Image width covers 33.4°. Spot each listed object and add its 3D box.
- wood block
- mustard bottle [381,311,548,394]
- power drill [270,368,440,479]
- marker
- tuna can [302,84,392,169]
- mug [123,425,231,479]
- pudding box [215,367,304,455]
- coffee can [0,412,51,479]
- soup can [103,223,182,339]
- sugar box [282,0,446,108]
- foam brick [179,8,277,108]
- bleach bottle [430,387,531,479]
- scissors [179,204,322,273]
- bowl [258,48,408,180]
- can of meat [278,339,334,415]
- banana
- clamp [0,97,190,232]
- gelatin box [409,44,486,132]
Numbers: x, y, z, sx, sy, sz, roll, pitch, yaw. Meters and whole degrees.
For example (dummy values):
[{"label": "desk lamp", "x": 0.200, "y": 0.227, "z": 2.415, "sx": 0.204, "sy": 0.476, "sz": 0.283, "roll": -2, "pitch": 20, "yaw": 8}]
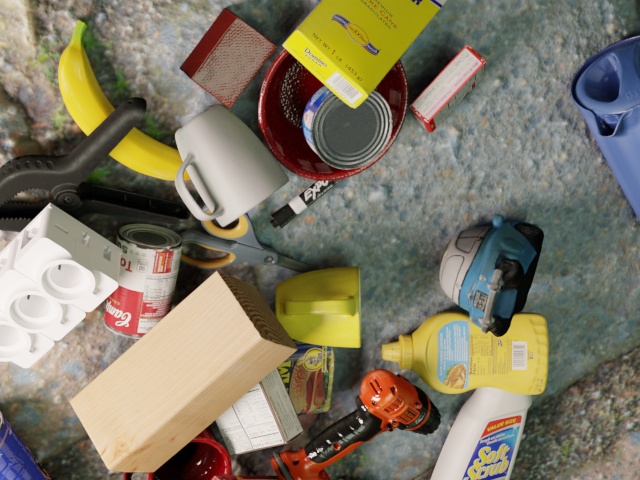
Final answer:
[{"label": "wood block", "x": -0.138, "y": 0.137, "z": 1.085, "sx": 0.206, "sy": 0.091, "sz": 0.090, "roll": -41, "pitch": 155, "yaw": 9}, {"label": "mustard bottle", "x": 0.168, "y": 0.132, "z": 1.256, "sx": 0.191, "sy": 0.058, "sz": 0.096, "roll": 1, "pitch": 92, "yaw": -4}, {"label": "power drill", "x": 0.046, "y": 0.233, "z": 1.253, "sx": 0.188, "sy": 0.057, "sz": 0.184, "roll": -40, "pitch": 146, "yaw": 5}, {"label": "marker", "x": -0.005, "y": -0.054, "z": 1.150, "sx": 0.121, "sy": 0.020, "sz": 0.020, "roll": -38, "pitch": 120, "yaw": -1}, {"label": "tuna can", "x": 0.026, "y": -0.116, "z": 1.061, "sx": 0.086, "sy": 0.034, "sz": 0.086, "roll": -8, "pitch": 115, "yaw": -18}, {"label": "mug", "x": -0.164, "y": 0.243, "z": 1.183, "sx": 0.117, "sy": 0.082, "sz": 0.093, "roll": -28, "pitch": 119, "yaw": -7}, {"label": "pudding box", "x": -0.079, "y": 0.172, "z": 1.158, "sx": 0.039, "sy": 0.090, "sz": 0.113, "roll": -28, "pitch": 96, "yaw": -52}, {"label": "coffee can", "x": -0.340, "y": 0.259, "z": 1.113, "sx": 0.102, "sy": 0.103, "sz": 0.140, "roll": -30, "pitch": 119, "yaw": -6}, {"label": "soup can", "x": -0.182, "y": 0.041, "z": 1.097, "sx": 0.068, "sy": 0.069, "sz": 0.102, "roll": 4, "pitch": 110, "yaw": -22}, {"label": "sugar box", "x": 0.053, "y": -0.221, "z": 1.029, "sx": 0.093, "sy": 0.048, "sz": 0.176, "roll": 42, "pitch": 68, "yaw": -10}, {"label": "foam brick", "x": -0.091, "y": -0.179, "z": 1.045, "sx": 0.053, "sy": 0.051, "sz": 0.078, "roll": 36, "pitch": 96, "yaw": -28}, {"label": "bleach bottle", "x": 0.199, "y": 0.252, "z": 1.335, "sx": 0.102, "sy": 0.068, "sz": 0.251, "roll": 7, "pitch": 107, "yaw": -22}, {"label": "scissors", "x": -0.058, "y": 0.001, "z": 1.148, "sx": 0.201, "sy": 0.016, "sz": 0.096, "roll": 4, "pitch": 126, "yaw": -22}, {"label": "bowl", "x": 0.007, "y": -0.145, "z": 1.093, "sx": 0.162, "sy": 0.055, "sz": 0.162, "roll": -8, "pitch": 115, "yaw": -17}, {"label": "can of meat", "x": -0.033, "y": 0.151, "z": 1.208, "sx": 0.083, "sy": 0.057, "sz": 0.102, "roll": -4, "pitch": 114, "yaw": -22}, {"label": "banana", "x": -0.195, "y": -0.117, "z": 1.042, "sx": 0.069, "sy": 0.037, "sz": 0.197, "roll": -38, "pitch": 120, "yaw": -2}, {"label": "clamp", "x": -0.236, "y": -0.047, "z": 1.039, "sx": 0.210, "sy": 0.036, "sz": 0.164, "roll": -19, "pitch": 138, "yaw": 6}, {"label": "gelatin box", "x": 0.135, "y": -0.159, "z": 1.125, "sx": 0.030, "sy": 0.073, "sz": 0.089, "roll": 43, "pitch": 94, "yaw": 8}]
